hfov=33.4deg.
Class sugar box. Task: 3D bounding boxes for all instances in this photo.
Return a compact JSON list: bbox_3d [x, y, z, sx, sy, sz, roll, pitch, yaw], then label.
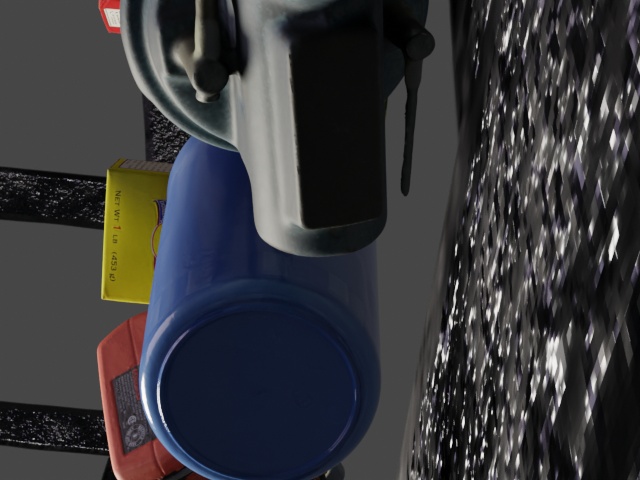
[{"bbox_3d":[-0.055,0.001,0.718,0.048,0.176,0.093,-75,-9,-75],"label":"sugar box"}]

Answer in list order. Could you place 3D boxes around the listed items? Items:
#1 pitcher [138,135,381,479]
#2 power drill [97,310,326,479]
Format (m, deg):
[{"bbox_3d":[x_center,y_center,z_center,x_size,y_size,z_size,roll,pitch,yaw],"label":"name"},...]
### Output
[{"bbox_3d":[-0.026,0.011,0.569,0.149,0.145,0.243,60,-170,-21],"label":"pitcher"},{"bbox_3d":[-0.058,0.117,0.660,0.187,0.057,0.184,46,-163,-46],"label":"power drill"}]
